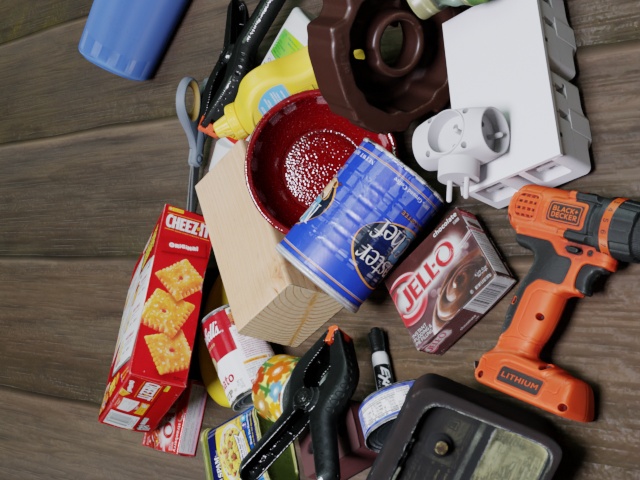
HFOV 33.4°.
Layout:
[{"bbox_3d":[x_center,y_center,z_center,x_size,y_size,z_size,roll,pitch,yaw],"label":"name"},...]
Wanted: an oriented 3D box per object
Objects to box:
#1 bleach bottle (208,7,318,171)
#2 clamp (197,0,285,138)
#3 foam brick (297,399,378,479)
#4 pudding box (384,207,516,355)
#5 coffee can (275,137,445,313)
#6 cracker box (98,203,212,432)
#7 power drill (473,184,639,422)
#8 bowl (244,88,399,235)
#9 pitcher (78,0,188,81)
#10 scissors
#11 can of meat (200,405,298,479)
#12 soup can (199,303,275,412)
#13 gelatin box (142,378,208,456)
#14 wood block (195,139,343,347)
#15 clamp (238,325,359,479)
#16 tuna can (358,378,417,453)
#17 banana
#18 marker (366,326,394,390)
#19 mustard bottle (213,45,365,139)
[{"bbox_3d":[-0.059,-0.142,1.248,0.251,0.068,0.103,-56,40,18],"label":"bleach bottle"},{"bbox_3d":[-0.106,-0.227,1.315,0.165,0.036,0.210,11,78,66],"label":"clamp"},{"bbox_3d":[0.023,0.197,1.043,0.078,0.051,0.053,-37,51,32],"label":"foam brick"},{"bbox_3d":[0.120,0.040,1.008,0.114,0.039,0.090,-46,47,25],"label":"pudding box"},{"bbox_3d":[0.039,-0.014,1.044,0.140,0.102,0.103,-51,44,1],"label":"coffee can"},{"bbox_3d":[-0.184,0.093,1.220,0.164,0.072,0.213,128,155,-54],"label":"cracker box"},{"bbox_3d":[0.217,0.052,0.890,0.185,0.057,0.187,17,87,47],"label":"power drill"},{"bbox_3d":[0.002,-0.076,1.128,0.162,0.055,0.162,0,89,3],"label":"bowl"},{"bbox_3d":[-0.241,-0.352,1.484,0.145,0.149,0.243,34,104,32],"label":"pitcher"},{"bbox_3d":[-0.164,-0.116,1.335,0.016,0.096,0.201,7,77,27],"label":"scissors"},{"bbox_3d":[-0.074,0.232,1.129,0.084,0.057,0.102,-34,54,31],"label":"can of meat"},{"bbox_3d":[-0.082,0.126,1.157,0.069,0.068,0.102,-40,62,30],"label":"soup can"},{"bbox_3d":[-0.172,0.206,1.262,0.073,0.030,0.089,1,76,47],"label":"gelatin box"},{"bbox_3d":[-0.057,0.001,1.172,0.091,0.090,0.206,-43,49,28],"label":"wood block"},{"bbox_3d":[-0.016,0.163,1.022,0.120,0.039,0.171,-9,47,33],"label":"clamp"},{"bbox_3d":[0.079,0.161,0.972,0.086,0.086,0.034,-38,49,31],"label":"tuna can"},{"bbox_3d":[-0.108,0.107,1.230,0.070,0.037,0.198,-7,71,15],"label":"banana"},{"bbox_3d":[0.063,0.141,1.045,0.020,0.020,0.121,-32,55,35],"label":"marker"},{"bbox_3d":[-0.029,-0.159,1.154,0.192,0.096,0.058,-25,54,13],"label":"mustard bottle"}]
